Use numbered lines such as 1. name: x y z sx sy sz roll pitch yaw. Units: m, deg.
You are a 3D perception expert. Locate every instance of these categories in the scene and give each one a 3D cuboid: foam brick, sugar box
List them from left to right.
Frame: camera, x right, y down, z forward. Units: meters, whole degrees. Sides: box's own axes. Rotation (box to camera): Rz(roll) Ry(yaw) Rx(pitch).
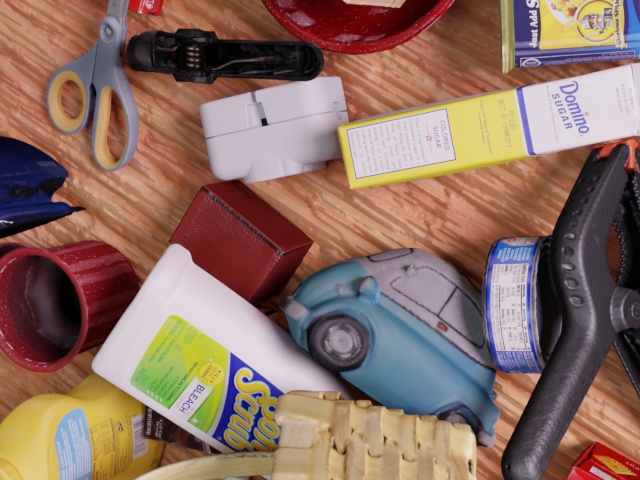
1. foam brick: -0.055 0.001 0.754 0.078 0.052 0.051 39 112 15
2. sugar box: 0.110 -0.069 0.645 0.176 0.093 0.048 -7 96 26

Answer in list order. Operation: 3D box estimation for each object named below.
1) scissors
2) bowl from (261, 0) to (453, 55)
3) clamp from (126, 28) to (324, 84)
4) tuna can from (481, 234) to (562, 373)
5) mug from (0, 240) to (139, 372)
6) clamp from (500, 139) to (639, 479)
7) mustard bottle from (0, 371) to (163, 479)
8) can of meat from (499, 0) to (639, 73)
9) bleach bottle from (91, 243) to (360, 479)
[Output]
1. scissors: -0.165 -0.149 0.778 0.096 0.016 0.202 18 118 29
2. bowl: 0.032 -0.199 0.680 0.162 0.055 0.162 4 100 24
3. clamp: -0.089 -0.122 0.702 0.172 0.120 0.039 12 96 56
4. tuna can: 0.128 0.040 0.658 0.034 0.086 0.086 -2 97 26
5. mug: -0.200 0.038 0.810 0.117 0.081 0.093 33 110 16
6. clamp: 0.180 0.048 0.634 0.036 0.164 0.210 -5 74 55
7. mustard bottle: -0.184 0.154 0.760 0.058 0.191 0.096 6 100 24
8. can of meat: 0.146 -0.152 0.625 0.084 0.057 0.102 -2 101 10
9. bleach bottle: -0.023 0.112 0.721 0.250 0.068 0.103 33 114 -6
